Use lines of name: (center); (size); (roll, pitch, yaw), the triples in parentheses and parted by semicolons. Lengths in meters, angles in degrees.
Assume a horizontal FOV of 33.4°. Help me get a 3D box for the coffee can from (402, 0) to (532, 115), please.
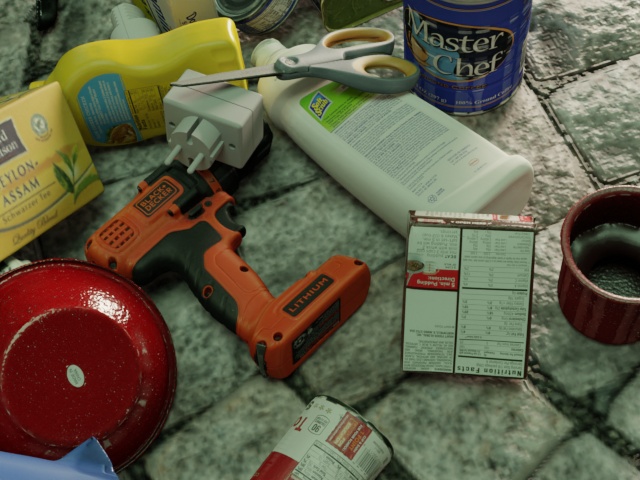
coffee can: (0.115, -0.181, 0.843); (0.103, 0.140, 0.103); (-2, 60, 4)

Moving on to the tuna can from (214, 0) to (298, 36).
tuna can: (-0.057, -0.223, 0.920); (0.086, 0.033, 0.086); (-10, 74, 36)

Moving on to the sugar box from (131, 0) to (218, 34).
sugar box: (-0.154, -0.241, 0.932); (0.048, 0.093, 0.176); (-32, 62, -12)

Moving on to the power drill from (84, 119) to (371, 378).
power drill: (-0.055, 0.001, 0.805); (0.188, 0.057, 0.184); (35, 66, 24)

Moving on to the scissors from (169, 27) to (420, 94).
scissors: (-0.006, -0.124, 0.810); (0.201, 0.016, 0.096); (-26, 50, -37)

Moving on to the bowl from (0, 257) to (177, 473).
bowl: (-0.171, 0.090, 0.718); (0.162, 0.055, 0.162); (2, 84, -20)

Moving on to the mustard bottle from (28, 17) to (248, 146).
mustard bottle: (-0.155, -0.120, 0.859); (0.191, 0.096, 0.058); (-10, 55, 0)

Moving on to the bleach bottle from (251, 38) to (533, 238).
bleach bottle: (0.041, -0.089, 0.844); (0.102, 0.068, 0.251); (-38, 61, -19)

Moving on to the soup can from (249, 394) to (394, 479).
soup can: (-0.007, 0.160, 0.699); (0.069, 0.068, 0.102); (31, 67, 21)

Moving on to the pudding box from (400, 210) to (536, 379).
pudding box: (0.102, 0.038, 0.743); (0.090, 0.113, 0.039); (3, 15, 6)

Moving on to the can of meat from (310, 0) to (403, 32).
can of meat: (0.029, -0.242, 0.936); (0.102, 0.057, 0.084); (-25, 59, -9)
